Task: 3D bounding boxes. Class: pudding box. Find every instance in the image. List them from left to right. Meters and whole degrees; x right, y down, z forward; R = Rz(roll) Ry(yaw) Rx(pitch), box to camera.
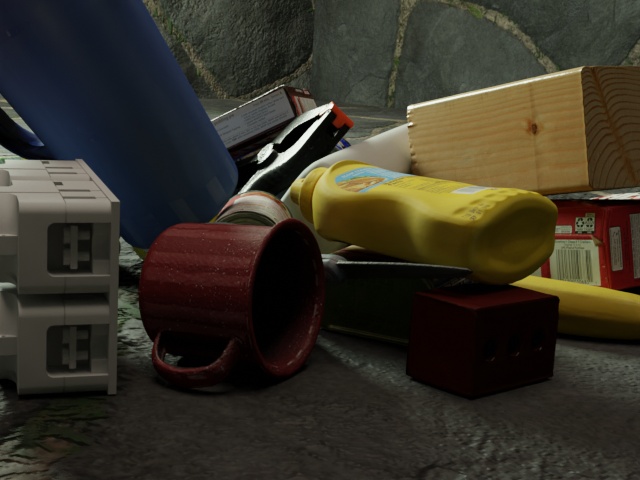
[{"bbox_3d":[-0.064,-0.111,1.038,0.114,0.039,0.090,-25,-1,16],"label":"pudding box"}]

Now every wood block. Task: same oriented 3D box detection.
[{"bbox_3d":[0.169,-0.080,0.865,0.090,0.091,0.206,-6,2,-32],"label":"wood block"}]

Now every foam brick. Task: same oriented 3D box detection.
[{"bbox_3d":[0.097,0.057,0.638,0.078,0.053,0.051,-6,14,-40],"label":"foam brick"}]

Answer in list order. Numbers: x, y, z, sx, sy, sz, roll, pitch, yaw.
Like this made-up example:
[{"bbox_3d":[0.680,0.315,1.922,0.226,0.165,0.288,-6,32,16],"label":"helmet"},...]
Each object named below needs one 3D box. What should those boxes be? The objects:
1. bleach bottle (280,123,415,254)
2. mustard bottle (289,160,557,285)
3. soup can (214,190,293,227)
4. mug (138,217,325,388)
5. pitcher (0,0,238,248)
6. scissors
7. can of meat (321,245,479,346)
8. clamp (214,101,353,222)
[{"bbox_3d":[0.060,-0.059,0.988,0.068,0.103,0.250,45,36,10],"label":"bleach bottle"},{"bbox_3d":[0.053,-0.018,0.710,0.192,0.058,0.096,15,20,41],"label":"mustard bottle"},{"bbox_3d":[-0.056,0.001,0.852,0.068,0.068,0.102,3,11,0],"label":"soup can"},{"bbox_3d":[-0.058,0.040,0.628,0.082,0.093,0.117,3,46,27],"label":"mug"},{"bbox_3d":[-0.173,-0.110,0.800,0.145,0.242,0.149,-43,32,-19],"label":"pitcher"},{"bbox_3d":[0.004,0.031,0.686,0.202,0.096,0.016,12,50,23],"label":"scissors"},{"bbox_3d":[0.050,0.033,0.743,0.102,0.057,0.083,8,14,28],"label":"can of meat"},{"bbox_3d":[-0.043,-0.070,0.974,0.039,0.172,0.120,41,20,-31],"label":"clamp"}]
